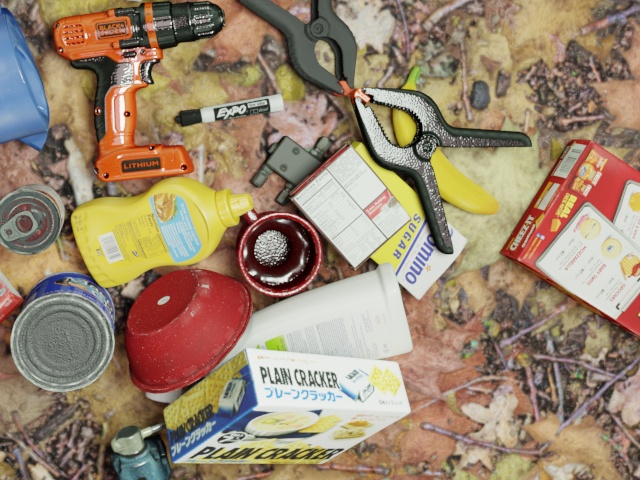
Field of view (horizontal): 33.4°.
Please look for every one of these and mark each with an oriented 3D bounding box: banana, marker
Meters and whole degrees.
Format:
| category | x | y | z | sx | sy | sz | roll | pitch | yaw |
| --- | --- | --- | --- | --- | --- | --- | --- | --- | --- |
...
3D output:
| category | x | y | z | sx | sy | sz | roll | pitch | yaw |
| --- | --- | --- | --- | --- | --- | --- | --- | --- | --- |
| banana | 0.135 | -0.101 | 1.235 | 0.069 | 0.037 | 0.198 | -31 | 101 | -3 |
| marker | -0.102 | -0.145 | 1.196 | 0.121 | 0.020 | 0.020 | -11 | 99 | -9 |

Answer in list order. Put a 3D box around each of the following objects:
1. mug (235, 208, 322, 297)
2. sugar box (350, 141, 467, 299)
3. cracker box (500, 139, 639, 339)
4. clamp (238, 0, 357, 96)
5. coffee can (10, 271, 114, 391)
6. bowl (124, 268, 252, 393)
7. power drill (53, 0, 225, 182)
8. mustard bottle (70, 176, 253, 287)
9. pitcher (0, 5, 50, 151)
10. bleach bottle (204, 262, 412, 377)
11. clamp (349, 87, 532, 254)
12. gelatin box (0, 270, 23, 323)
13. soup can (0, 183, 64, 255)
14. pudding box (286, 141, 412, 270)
| category | x | y | z | sx | sy | sz | roll | pitch | yaw |
| --- | --- | --- | --- | --- | --- | --- | --- | --- | --- |
| mug | -0.058 | 0.001 | 1.190 | 0.093 | 0.081 | 0.117 | -39 | 102 | -4 |
| sugar box | 0.077 | -0.022 | 1.230 | 0.176 | 0.048 | 0.093 | 40 | 89 | -11 |
| cracker box | 0.348 | 0.002 | 1.270 | 0.213 | 0.072 | 0.164 | 31 | 91 | -13 |
| clamp | -0.019 | -0.235 | 1.189 | 0.120 | 0.039 | 0.171 | -21 | 97 | -9 |
| coffee can | -0.270 | 0.093 | 1.133 | 0.102 | 0.140 | 0.103 | -1 | 97 | -11 |
| bowl | -0.153 | 0.083 | 1.138 | 0.162 | 0.162 | 0.055 | -39 | 123 | -4 |
| power drill | -0.185 | -0.161 | 1.150 | 0.184 | 0.057 | 0.187 | -7 | 93 | 1 |
| mustard bottle | -0.165 | -0.017 | 1.151 | 0.192 | 0.058 | 0.096 | -15 | 108 | 11 |
| pitcher | -0.410 | -0.150 | 1.086 | 0.242 | 0.145 | 0.149 | -18 | 68 | -5 |
| bleach bottle | -0.031 | 0.103 | 1.168 | 0.251 | 0.068 | 0.102 | -14 | 118 | 2 |
| clamp | 0.114 | -0.094 | 1.193 | 0.210 | 0.036 | 0.164 | 30 | 89 | -12 |
| gelatin box | -0.370 | 0.060 | 1.142 | 0.073 | 0.030 | 0.089 | -45 | 58 | -2 |
| soup can | -0.307 | -0.024 | 1.131 | 0.068 | 0.102 | 0.068 | -1 | 97 | -10 |
| pudding box | 0.033 | -0.038 | 1.177 | 0.090 | 0.039 | 0.113 | -41 | 101 | 1 |
